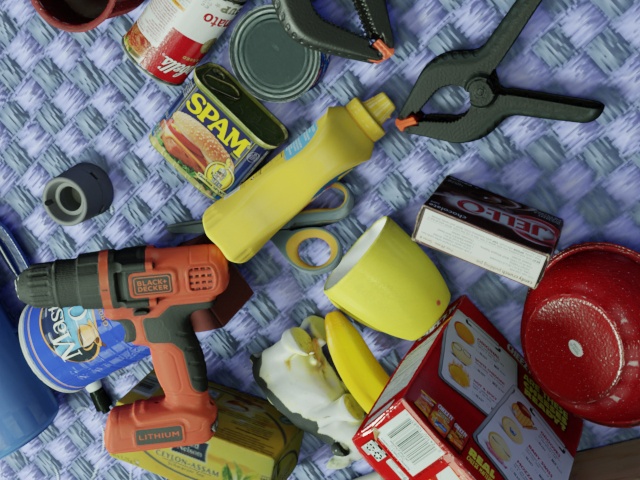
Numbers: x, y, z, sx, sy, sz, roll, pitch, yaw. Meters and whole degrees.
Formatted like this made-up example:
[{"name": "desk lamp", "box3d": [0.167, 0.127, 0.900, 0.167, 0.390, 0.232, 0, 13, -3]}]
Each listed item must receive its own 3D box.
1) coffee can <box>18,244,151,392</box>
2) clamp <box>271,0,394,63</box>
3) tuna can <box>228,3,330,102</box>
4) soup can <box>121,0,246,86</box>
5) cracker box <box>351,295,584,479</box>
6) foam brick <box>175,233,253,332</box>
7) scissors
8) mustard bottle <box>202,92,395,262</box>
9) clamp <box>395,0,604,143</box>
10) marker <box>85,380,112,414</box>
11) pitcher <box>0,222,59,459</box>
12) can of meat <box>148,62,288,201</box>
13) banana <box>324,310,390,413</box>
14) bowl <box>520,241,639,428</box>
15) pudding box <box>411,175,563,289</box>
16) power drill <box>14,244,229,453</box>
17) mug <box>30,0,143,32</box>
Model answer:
[{"name": "coffee can", "box3d": [-0.210, 0.078, 1.049, 0.140, 0.102, 0.103, -26, 98, 25]}, {"name": "clamp", "box3d": [-0.011, -0.235, 0.888, 0.210, 0.036, 0.164, 38, 84, -11]}, {"name": "tuna can", "box3d": [-0.035, -0.166, 0.941, 0.086, 0.033, 0.086, 6, 110, 18]}, {"name": "soup can", "box3d": [-0.120, -0.196, 0.942, 0.068, 0.068, 0.102, 44, 116, 1]}, {"name": "cracker box", "box3d": [0.130, 0.161, 0.895, 0.164, 0.213, 0.072, 47, 118, -1]}, {"name": "foam brick", "box3d": [-0.113, 0.041, 1.016, 0.051, 0.052, 0.078, -20, 110, 49]}, {"name": "scissors", "box3d": [-0.057, 0.001, 0.997, 0.202, 0.016, 0.096, -19, 69, 23]}, {"name": "mustard bottle", "box3d": [-0.014, -0.062, 0.930, 0.192, 0.096, 0.058, -40, 96, 10]}, {"name": "clamp", "box3d": [0.146, -0.122, 0.889, 0.172, 0.039, 0.120, -30, 92, 32]}, {"name": "marker", "box3d": [-0.252, 0.129, 1.128, 0.020, 0.020, 0.121, -20, 100, 24]}, {"name": "pitcher", "box3d": [-0.368, 0.101, 1.109, 0.149, 0.144, 0.243, -21, 104, 37]}, {"name": "can of meat", "box3d": [-0.095, -0.097, 0.974, 0.102, 0.057, 0.084, 44, 118, 1]}, {"name": "banana", "box3d": [0.071, 0.147, 0.984, 0.198, 0.069, 0.037, 40, 125, -4]}, {"name": "bowl", "box3d": [0.224, 0.084, 0.888, 0.162, 0.055, 0.162, 11, 106, 42]}, {"name": "pudding box", "box3d": [0.143, -0.009, 0.900, 0.113, 0.090, 0.039, 20, 114, 12]}, {"name": "power drill", "box3d": [-0.167, 0.096, 0.951, 0.184, 0.057, 0.188, -5, 112, -3]}, {"name": "mug", "box3d": [-0.203, -0.248, 0.946, 0.093, 0.081, 0.117, 3, 109, 19]}]
